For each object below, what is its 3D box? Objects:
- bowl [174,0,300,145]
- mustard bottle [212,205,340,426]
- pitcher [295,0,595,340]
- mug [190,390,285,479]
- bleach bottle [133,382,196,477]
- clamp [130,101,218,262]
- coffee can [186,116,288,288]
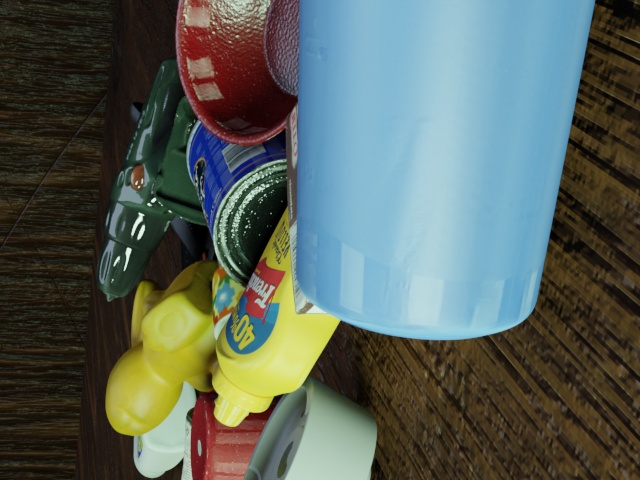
[{"bbox_3d":[-0.029,-0.143,0.715,0.162,0.055,0.162,0,91,47],"label":"bowl"},{"bbox_3d":[-0.017,0.036,0.667,0.192,0.058,0.096,-61,23,17],"label":"mustard bottle"},{"bbox_3d":[0.046,-0.091,0.455,0.149,0.145,0.243,-40,-43,-68],"label":"pitcher"},{"bbox_3d":[-0.055,0.147,0.830,0.093,0.081,0.117,-179,92,-74],"label":"mug"},{"bbox_3d":[-0.207,0.257,1.372,0.251,0.068,0.102,118,151,-60],"label":"bleach bottle"},{"bbox_3d":[-0.110,-0.075,1.029,0.165,0.036,0.210,-29,68,38],"label":"clamp"},{"bbox_3d":[-0.037,-0.037,0.764,0.140,0.102,0.103,-118,34,-60],"label":"coffee can"}]
